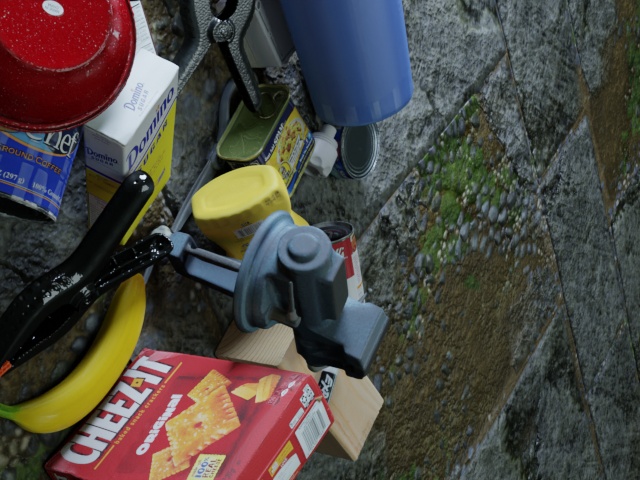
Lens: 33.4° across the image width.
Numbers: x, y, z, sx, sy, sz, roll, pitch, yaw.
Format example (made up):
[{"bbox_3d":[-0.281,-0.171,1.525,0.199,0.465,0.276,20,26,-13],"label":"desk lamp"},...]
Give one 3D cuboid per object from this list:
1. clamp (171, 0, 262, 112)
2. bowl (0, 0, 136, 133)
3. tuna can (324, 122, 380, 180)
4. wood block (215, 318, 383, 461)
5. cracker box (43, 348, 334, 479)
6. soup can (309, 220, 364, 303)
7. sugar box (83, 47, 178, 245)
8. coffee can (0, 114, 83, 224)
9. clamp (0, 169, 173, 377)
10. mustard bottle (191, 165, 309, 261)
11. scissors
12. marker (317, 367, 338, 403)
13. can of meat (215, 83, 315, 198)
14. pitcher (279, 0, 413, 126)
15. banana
[{"bbox_3d":[-0.112,-0.200,1.043,0.120,0.039,0.171,-18,117,-36],"label":"clamp"},{"bbox_3d":[-0.206,-0.163,0.788,0.161,0.055,0.162,3,84,-27],"label":"bowl"},{"bbox_3d":[0.036,-0.117,1.302,0.085,0.034,0.086,-11,104,-54],"label":"tuna can"},{"bbox_3d":[-0.019,0.156,1.214,0.090,0.091,0.206,-61,138,-28],"label":"wood block"},{"bbox_3d":[-0.120,0.183,0.969,0.164,0.214,0.072,-52,132,-38],"label":"cracker box"},{"bbox_3d":[0.013,0.036,1.262,0.068,0.069,0.102,-35,123,-47],"label":"soup can"},{"bbox_3d":[-0.165,-0.077,0.934,0.093,0.048,0.176,-62,178,-28],"label":"sugar box"},{"bbox_3d":[-0.242,-0.095,0.854,0.102,0.103,0.140,30,71,-52],"label":"coffee can"},{"bbox_3d":[-0.208,0.039,0.932,0.210,0.036,0.164,-46,166,-8],"label":"clamp"},{"bbox_3d":[-0.058,0.001,1.134,0.191,0.096,0.058,59,10,-52],"label":"mustard bottle"},{"bbox_3d":[-0.097,-0.083,1.135,0.096,0.016,0.201,37,65,-51],"label":"scissors"},{"bbox_3d":[0.004,0.161,1.150,0.020,0.020,0.121,35,67,-51],"label":"marker"},{"bbox_3d":[-0.054,-0.100,1.129,0.084,0.058,0.102,56,51,-47],"label":"can of meat"},{"bbox_3d":[0.024,-0.249,1.086,0.149,0.145,0.243,-29,125,-20],"label":"pitcher"},{"bbox_3d":[-0.213,0.113,0.981,0.197,0.037,0.069,-49,132,-39],"label":"banana"}]
